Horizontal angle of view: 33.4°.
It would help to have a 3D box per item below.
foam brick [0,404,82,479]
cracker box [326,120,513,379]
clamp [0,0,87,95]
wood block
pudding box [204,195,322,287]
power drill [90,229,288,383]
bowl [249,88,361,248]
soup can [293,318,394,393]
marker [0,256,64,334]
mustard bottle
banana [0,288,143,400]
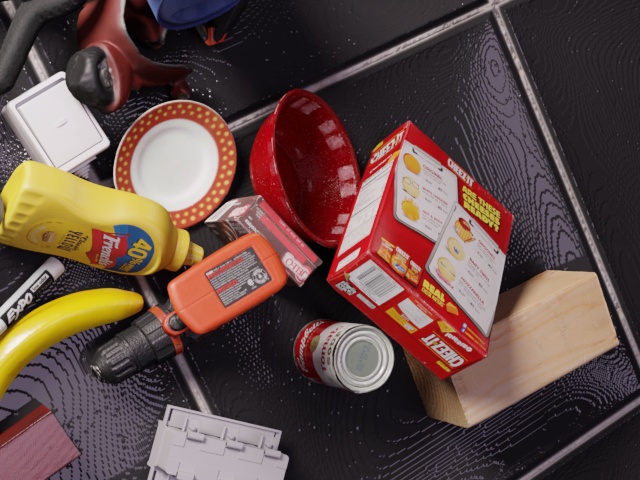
[{"bbox_3d":[-0.267,0.195,0.973,0.078,0.053,0.051,-35,102,-19],"label":"foam brick"},{"bbox_3d":[0.105,0.007,1.075,0.164,0.072,0.213,40,40,-18],"label":"cracker box"},{"bbox_3d":[-0.255,-0.210,0.946,0.171,0.039,0.120,-29,82,9],"label":"clamp"},{"bbox_3d":[0.206,0.113,1.156,0.205,0.091,0.090,-24,99,-22],"label":"wood block"},{"bbox_3d":[-0.057,0.001,1.034,0.039,0.114,0.090,-46,105,-14],"label":"pudding box"},{"bbox_3d":[-0.117,0.063,0.969,0.184,0.188,0.057,-33,90,-24],"label":"power drill"},{"bbox_3d":[-0.022,-0.065,1.059,0.161,0.055,0.162,32,51,-50],"label":"bowl"},{"bbox_3d":[0.022,0.115,1.071,0.068,0.102,0.068,0,89,-23],"label":"soup can"},{"bbox_3d":[-0.280,0.061,0.972,0.020,0.020,0.121,49,57,-15],"label":"marker"},{"bbox_3d":[-0.197,-0.010,0.984,0.191,0.096,0.058,17,49,-27],"label":"mustard bottle"},{"bbox_3d":[-0.257,0.096,0.991,0.197,0.037,0.069,-41,122,-17],"label":"banana"}]
